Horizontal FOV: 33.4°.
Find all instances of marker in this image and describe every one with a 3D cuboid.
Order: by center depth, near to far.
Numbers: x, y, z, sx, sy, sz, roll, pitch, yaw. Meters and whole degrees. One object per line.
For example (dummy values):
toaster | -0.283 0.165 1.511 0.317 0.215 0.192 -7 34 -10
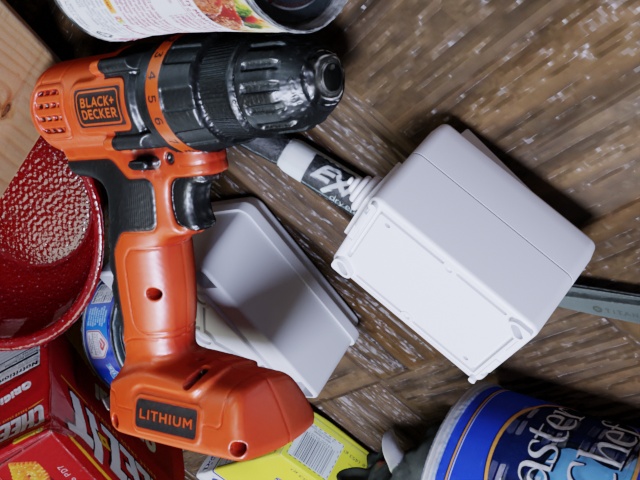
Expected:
marker | 0.011 -0.025 0.497 0.121 0.020 0.020 32 150 5

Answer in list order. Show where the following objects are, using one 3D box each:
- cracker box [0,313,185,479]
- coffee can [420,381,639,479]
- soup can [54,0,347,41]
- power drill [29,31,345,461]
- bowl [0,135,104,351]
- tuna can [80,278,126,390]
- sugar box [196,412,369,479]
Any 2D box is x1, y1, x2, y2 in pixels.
cracker box | -0.154 0.115 0.697 0.164 0.072 0.214 57 -174 -34
coffee can | 0.132 0.138 0.527 0.140 0.102 0.103 14 144 32
soup can | -0.045 -0.107 0.385 0.102 0.068 0.068 6 140 41
power drill | -0.053 0.001 0.485 0.185 0.057 0.188 3 104 44
bowl | -0.185 -0.020 0.622 0.162 0.055 0.162 6 108 18
tuna can | -0.102 0.055 0.658 0.034 0.086 0.086 -7 131 46
sugar box | -0.021 0.179 0.797 0.093 0.048 0.176 38 149 -9
